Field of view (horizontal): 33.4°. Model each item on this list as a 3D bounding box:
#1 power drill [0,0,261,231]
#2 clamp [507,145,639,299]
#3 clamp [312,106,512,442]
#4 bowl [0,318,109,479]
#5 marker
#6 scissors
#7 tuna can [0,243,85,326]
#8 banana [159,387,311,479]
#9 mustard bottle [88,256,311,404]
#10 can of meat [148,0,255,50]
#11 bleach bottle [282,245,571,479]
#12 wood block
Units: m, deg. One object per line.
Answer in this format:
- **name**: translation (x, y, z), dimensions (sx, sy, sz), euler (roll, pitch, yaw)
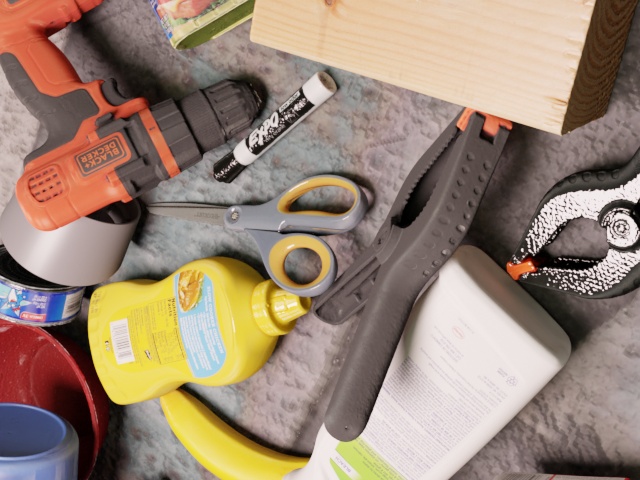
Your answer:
- **power drill**: translation (-0.158, -0.119, 0.771), dimensions (0.184, 0.057, 0.188), euler (-27, 72, -7)
- **clamp**: translation (0.192, -0.005, 0.627), dimensions (0.172, 0.039, 0.120), euler (-38, 75, 38)
- **clamp**: translation (0.050, 0.006, 0.678), dimensions (0.036, 0.164, 0.210), euler (25, 103, -14)
- **bowl**: translation (-0.235, 0.137, 0.913), dimensions (0.162, 0.055, 0.162), euler (8, 106, 30)
- **marker**: translation (-0.036, -0.077, 0.760), dimensions (0.121, 0.020, 0.020), euler (-37, 82, 32)
- **scissors**: translation (-0.055, 0.001, 0.772), dimensions (0.202, 0.016, 0.096), euler (-10, 64, 32)
- **tuna can**: translation (-0.234, 0.034, 0.870), dimensions (0.086, 0.086, 0.034), euler (27, 113, 23)
- **banana**: translation (-0.044, 0.163, 0.818), dimensions (0.198, 0.037, 0.069), euler (8, 84, 28)
- **mustard bottle**: translation (-0.089, 0.063, 0.803), dimensions (0.192, 0.058, 0.096), euler (-15, 82, 33)
- **can of meat**: translation (-0.075, -0.188, 0.723), dimensions (0.102, 0.057, 0.084), euler (-28, 89, 12)
- **bleach bottle**: translation (0.046, 0.124, 0.713), dimensions (0.102, 0.068, 0.251), euler (45, 113, 8)
- **wood block**: translation (0.072, -0.139, 0.637), dimensions (0.206, 0.090, 0.091), euler (22, 113, 25)
